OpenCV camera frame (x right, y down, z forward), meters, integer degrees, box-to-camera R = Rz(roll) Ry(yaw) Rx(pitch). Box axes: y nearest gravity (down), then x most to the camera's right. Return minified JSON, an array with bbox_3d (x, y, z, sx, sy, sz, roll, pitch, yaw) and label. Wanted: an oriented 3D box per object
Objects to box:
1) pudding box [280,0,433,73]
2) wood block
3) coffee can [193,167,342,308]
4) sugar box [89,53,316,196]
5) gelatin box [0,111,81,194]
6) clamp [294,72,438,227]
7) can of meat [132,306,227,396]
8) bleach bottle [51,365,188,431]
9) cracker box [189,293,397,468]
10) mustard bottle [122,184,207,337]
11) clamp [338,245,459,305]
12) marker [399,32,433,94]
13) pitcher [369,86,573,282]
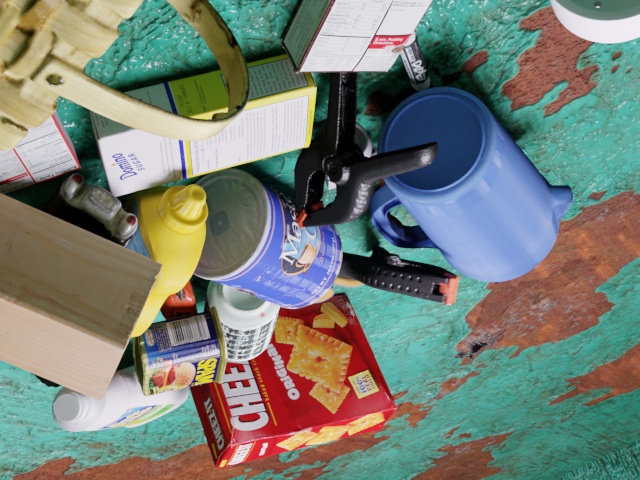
[{"bbox_3d":[0.032,-0.177,0.815,0.089,0.039,0.114,-5,147,-29],"label":"pudding box"},{"bbox_3d":[-0.241,0.031,0.829,0.206,0.090,0.091,24,140,-7],"label":"wood block"},{"bbox_3d":[-0.057,0.001,1.008,0.103,0.103,0.140,-32,152,19],"label":"coffee can"},{"bbox_3d":[-0.094,-0.094,0.868,0.176,0.048,0.093,-13,154,-10],"label":"sugar box"},{"bbox_3d":[-0.232,-0.076,0.817,0.073,0.030,0.089,-21,154,-5],"label":"gelatin box"},{"bbox_3d":[0.018,-0.078,0.915,0.039,0.120,0.172,-16,162,-43],"label":"clamp"},{"bbox_3d":[-0.144,0.115,1.079,0.083,0.057,0.102,-11,155,-15],"label":"can of meat"},{"bbox_3d":[-0.228,0.172,1.155,0.102,0.068,0.250,-25,172,9],"label":"bleach bottle"},{"bbox_3d":[-0.040,0.157,1.242,0.213,0.164,0.072,-8,149,-27],"label":"cracker box"},{"bbox_3d":[-0.149,0.006,0.938,0.058,0.096,0.192,0,152,-34],"label":"mustard bottle"},{"bbox_3d":[0.054,0.030,1.098,0.164,0.036,0.210,3,-172,-33],"label":"clamp"},{"bbox_3d":[0.081,-0.151,0.920,0.020,0.020,0.121,-25,153,6],"label":"marker"},{"bbox_3d":[0.130,-0.048,1.011,0.149,0.145,0.242,-55,152,0],"label":"pitcher"}]
